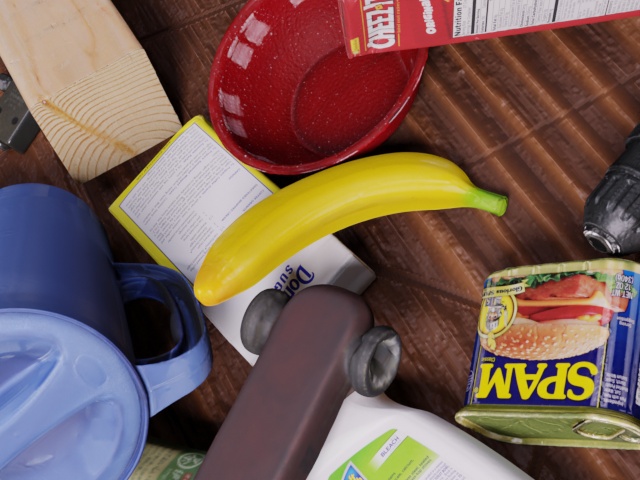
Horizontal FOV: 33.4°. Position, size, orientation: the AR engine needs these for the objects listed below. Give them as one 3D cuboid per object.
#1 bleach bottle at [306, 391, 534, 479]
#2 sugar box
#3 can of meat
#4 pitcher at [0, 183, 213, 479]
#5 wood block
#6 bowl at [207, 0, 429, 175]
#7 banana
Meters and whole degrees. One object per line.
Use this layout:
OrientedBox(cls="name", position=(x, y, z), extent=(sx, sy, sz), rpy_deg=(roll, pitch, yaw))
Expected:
OrientedBox(cls="bleach bottle", position=(0.063, 0.138, 0.560), extent=(0.102, 0.068, 0.251), rpy_deg=(-48, 52, -1))
OrientedBox(cls="sugar box", position=(-0.055, 0.001, 0.698), extent=(0.093, 0.048, 0.176), rpy_deg=(-48, 58, 1))
OrientedBox(cls="can of meat", position=(0.127, 0.059, 0.552), extent=(0.102, 0.057, 0.084), rpy_deg=(-7, 62, 44))
OrientedBox(cls="pitcher", position=(-0.167, 0.050, 0.647), extent=(0.145, 0.149, 0.243), rpy_deg=(-55, 23, 12))
OrientedBox(cls="wood block", position=(-0.197, -0.153, 0.806), extent=(0.090, 0.091, 0.206), rpy_deg=(-30, 55, -7))
OrientedBox(cls="bowl", position=(0.007, -0.107, 0.703), extent=(0.162, 0.055, 0.162), rpy_deg=(-12, 63, 25))
OrientedBox(cls="banana", position=(0.010, -0.016, 0.622), extent=(0.197, 0.037, 0.070), rpy_deg=(-19, 32, -19))
